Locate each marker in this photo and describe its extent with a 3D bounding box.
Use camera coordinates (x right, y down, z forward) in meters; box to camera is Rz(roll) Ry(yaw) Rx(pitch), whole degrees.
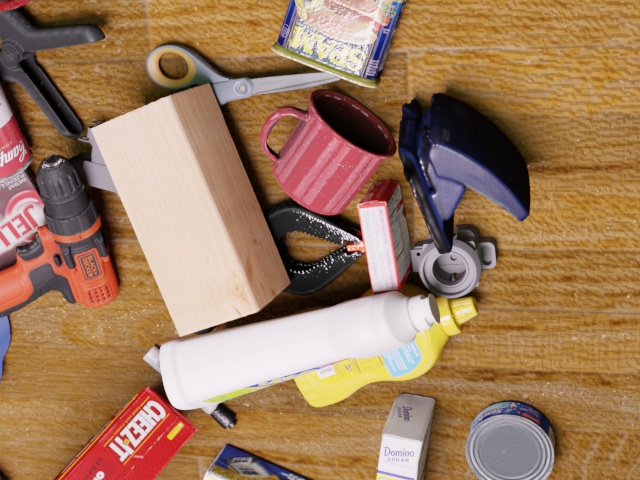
[{"bbox_3d":[-0.137,0.158,1.133,0.121,0.020,0.020,41,114,-2],"label":"marker"}]

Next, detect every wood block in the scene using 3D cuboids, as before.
[{"bbox_3d":[-0.116,-0.030,0.989,0.091,0.090,0.206,-19,98,24],"label":"wood block"}]

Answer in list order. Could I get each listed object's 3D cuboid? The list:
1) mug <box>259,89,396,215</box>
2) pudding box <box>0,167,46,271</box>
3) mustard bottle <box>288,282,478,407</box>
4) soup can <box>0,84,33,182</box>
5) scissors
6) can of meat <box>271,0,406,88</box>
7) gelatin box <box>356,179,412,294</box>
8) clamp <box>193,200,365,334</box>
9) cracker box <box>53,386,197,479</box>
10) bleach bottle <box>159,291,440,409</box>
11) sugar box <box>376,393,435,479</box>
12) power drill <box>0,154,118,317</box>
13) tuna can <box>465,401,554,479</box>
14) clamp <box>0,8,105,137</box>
[{"bbox_3d":[-0.001,-0.081,0.969,0.117,0.093,0.082,22,122,-26],"label":"mug"},{"bbox_3d":[-0.330,-0.013,1.093,0.113,0.039,0.090,-29,100,-2],"label":"pudding box"},{"bbox_3d":[0.061,0.092,1.035,0.192,0.058,0.096,-20,96,21],"label":"mustard bottle"},{"bbox_3d":[-0.333,-0.115,1.047,0.069,0.068,0.102,-4,127,16],"label":"soup can"},{"bbox_3d":[-0.085,-0.159,0.998,0.202,0.016,0.096,-19,98,27],"label":"scissors"},{"bbox_3d":[0.018,-0.194,0.948,0.102,0.057,0.084,22,110,6],"label":"can of meat"},{"bbox_3d":[0.060,-0.004,0.993,0.030,0.073,0.089,-7,107,17],"label":"gelatin box"},{"bbox_3d":[-0.057,0.001,1.047,0.210,0.036,0.164,-12,104,20],"label":"clamp"},{"bbox_3d":[-0.214,0.234,1.048,0.072,0.164,0.214,42,158,-2],"label":"cracker box"},{"bbox_3d":[-0.015,0.094,0.975,0.251,0.102,0.068,-17,80,21],"label":"bleach bottle"},{"bbox_3d":[0.078,0.251,1.068,0.048,0.093,0.176,8,110,12],"label":"sugar box"},{"bbox_3d":[-0.301,0.017,1.040,0.187,0.057,0.184,-20,131,-12],"label":"power drill"},{"bbox_3d":[0.188,0.203,1.053,0.086,0.033,0.086,5,110,13],"label":"tuna can"},{"bbox_3d":[-0.292,-0.174,1.047,0.171,0.039,0.120,21,114,16],"label":"clamp"}]
